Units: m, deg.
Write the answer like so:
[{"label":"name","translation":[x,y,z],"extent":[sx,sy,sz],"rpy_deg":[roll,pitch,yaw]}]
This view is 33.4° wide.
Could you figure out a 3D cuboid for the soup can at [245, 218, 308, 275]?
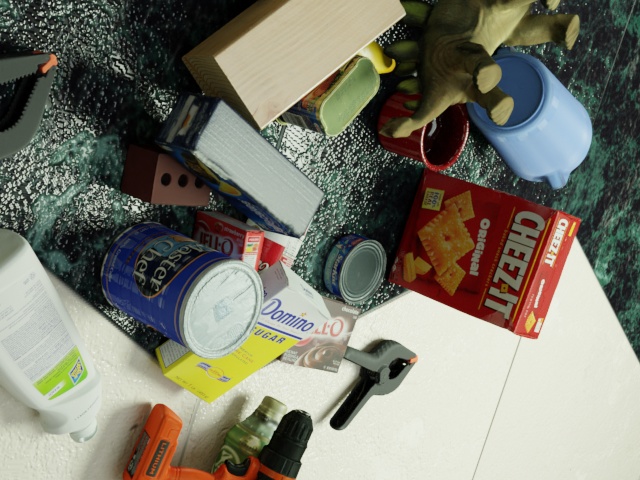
[{"label":"soup can","translation":[-0.058,0.001,1.211],"extent":[0.068,0.069,0.102],"rpy_deg":[29,85,-49]}]

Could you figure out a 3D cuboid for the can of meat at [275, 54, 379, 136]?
[{"label":"can of meat","translation":[0.004,-0.168,1.189],"extent":[0.102,0.084,0.057],"rpy_deg":[-50,136,-18]}]

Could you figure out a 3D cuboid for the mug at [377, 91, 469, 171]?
[{"label":"mug","translation":[0.134,-0.147,1.338],"extent":[0.117,0.082,0.093],"rpy_deg":[-35,129,-32]}]

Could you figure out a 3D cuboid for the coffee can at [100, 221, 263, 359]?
[{"label":"coffee can","translation":[-0.142,0.048,1.086],"extent":[0.102,0.141,0.103],"rpy_deg":[-21,121,-40]}]

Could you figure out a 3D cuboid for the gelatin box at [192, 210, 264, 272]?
[{"label":"gelatin box","translation":[-0.104,0.013,1.150],"extent":[0.030,0.089,0.073],"rpy_deg":[0,107,-45]}]

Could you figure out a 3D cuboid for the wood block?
[{"label":"wood block","translation":[-0.026,-0.211,1.100],"extent":[0.206,0.090,0.090],"rpy_deg":[-41,114,-17]}]

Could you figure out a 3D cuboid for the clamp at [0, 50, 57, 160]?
[{"label":"clamp","translation":[-0.312,-0.098,0.920],"extent":[0.210,0.036,0.164],"rpy_deg":[-55,138,-17]}]

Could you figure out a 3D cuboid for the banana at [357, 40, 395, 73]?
[{"label":"banana","translation":[0.036,-0.251,1.222],"extent":[0.069,0.037,0.197],"rpy_deg":[-49,136,-19]}]

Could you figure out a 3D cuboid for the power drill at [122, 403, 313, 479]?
[{"label":"power drill","translation":[-0.114,0.253,1.211],"extent":[0.187,0.057,0.184],"rpy_deg":[26,85,-20]}]

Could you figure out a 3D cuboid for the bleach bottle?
[{"label":"bleach bottle","translation":[-0.279,0.112,1.030],"extent":[0.102,0.068,0.251],"rpy_deg":[-41,135,-27]}]

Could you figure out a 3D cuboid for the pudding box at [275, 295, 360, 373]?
[{"label":"pudding box","translation":[-0.009,0.112,1.332],"extent":[0.113,0.039,0.090],"rpy_deg":[19,93,-49]}]

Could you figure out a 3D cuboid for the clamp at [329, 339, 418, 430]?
[{"label":"clamp","translation":[0.070,0.172,1.445],"extent":[0.171,0.039,0.120],"rpy_deg":[-30,131,-43]}]

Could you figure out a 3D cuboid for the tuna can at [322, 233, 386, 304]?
[{"label":"tuna can","translation":[0.043,0.036,1.358],"extent":[0.085,0.034,0.086],"rpy_deg":[-21,122,-40]}]

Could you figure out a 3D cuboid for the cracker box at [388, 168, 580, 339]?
[{"label":"cracker box","translation":[0.206,0.013,1.384],"extent":[0.072,0.214,0.164],"rpy_deg":[14,97,-49]}]

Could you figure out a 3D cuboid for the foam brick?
[{"label":"foam brick","translation":[-0.155,-0.067,1.090],"extent":[0.078,0.051,0.053],"rpy_deg":[0,106,-47]}]

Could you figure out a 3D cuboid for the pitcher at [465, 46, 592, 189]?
[{"label":"pitcher","translation":[0.266,-0.172,1.392],"extent":[0.145,0.149,0.242],"rpy_deg":[-61,157,4]}]

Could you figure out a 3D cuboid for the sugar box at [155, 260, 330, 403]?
[{"label":"sugar box","translation":[-0.085,0.104,1.184],"extent":[0.176,0.048,0.093],"rpy_deg":[-34,138,12]}]
